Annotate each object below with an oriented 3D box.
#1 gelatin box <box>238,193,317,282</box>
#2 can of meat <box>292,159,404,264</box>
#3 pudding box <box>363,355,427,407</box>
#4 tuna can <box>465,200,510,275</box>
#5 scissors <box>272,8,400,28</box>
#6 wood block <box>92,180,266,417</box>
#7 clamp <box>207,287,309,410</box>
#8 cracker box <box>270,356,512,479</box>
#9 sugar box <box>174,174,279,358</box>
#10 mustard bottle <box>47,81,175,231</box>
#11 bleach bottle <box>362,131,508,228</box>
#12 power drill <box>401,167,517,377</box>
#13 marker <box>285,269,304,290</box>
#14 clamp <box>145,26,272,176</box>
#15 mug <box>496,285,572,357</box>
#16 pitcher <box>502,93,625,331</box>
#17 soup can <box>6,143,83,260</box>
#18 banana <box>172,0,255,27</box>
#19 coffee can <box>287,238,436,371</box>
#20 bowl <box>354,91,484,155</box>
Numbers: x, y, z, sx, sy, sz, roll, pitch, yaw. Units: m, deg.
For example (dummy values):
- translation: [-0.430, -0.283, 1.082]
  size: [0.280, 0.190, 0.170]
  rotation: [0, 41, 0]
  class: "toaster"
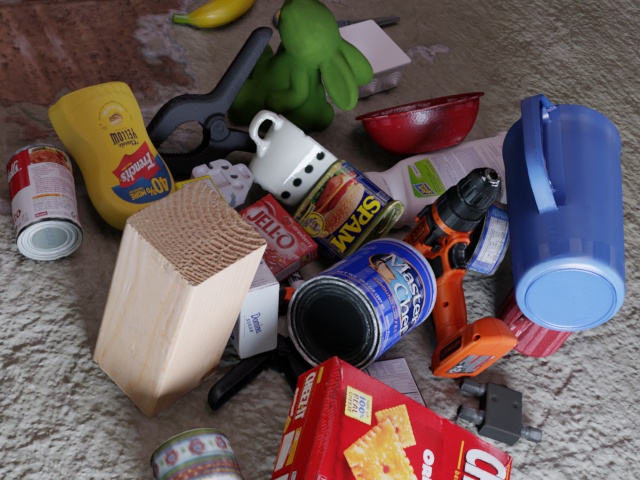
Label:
- translation: [-0.058, 0.001, 1.149]
  size: [0.073, 0.030, 0.089]
  rotation: [-33, 63, -18]
  class: "gelatin box"
- translation: [0.028, -0.027, 1.185]
  size: [0.084, 0.057, 0.102]
  rotation: [40, 92, 18]
  class: "can of meat"
- translation: [0.061, 0.174, 1.061]
  size: [0.089, 0.039, 0.113]
  rotation: [-4, 55, -27]
  class: "pudding box"
- translation: [0.192, -0.005, 1.235]
  size: [0.033, 0.086, 0.086]
  rotation: [17, 47, -5]
  class: "tuna can"
- translation: [0.016, -0.305, 1.474]
  size: [0.096, 0.016, 0.201]
  rotation: [44, 49, 17]
  class: "scissors"
- translation: [-0.133, 0.056, 0.970]
  size: [0.090, 0.206, 0.090]
  rotation: [43, 49, 16]
  class: "wood block"
- translation: [-0.052, 0.116, 1.068]
  size: [0.120, 0.039, 0.171]
  rotation: [13, 41, -17]
  class: "clamp"
- translation: [0.063, 0.225, 0.942]
  size: [0.213, 0.072, 0.164]
  rotation: [31, 52, -19]
  class: "cracker box"
- translation: [-0.097, 0.024, 1.067]
  size: [0.048, 0.093, 0.176]
  rotation: [-14, 44, -20]
  class: "sugar box"
- translation: [-0.206, -0.069, 1.126]
  size: [0.096, 0.058, 0.191]
  rotation: [-24, 88, -49]
  class: "mustard bottle"
- translation: [0.135, -0.069, 1.286]
  size: [0.250, 0.068, 0.103]
  rotation: [-10, 52, -25]
  class: "bleach bottle"
- translation: [0.151, 0.037, 1.129]
  size: [0.057, 0.185, 0.187]
  rotation: [5, 58, -23]
  class: "power drill"
- translation: [-0.032, 0.033, 1.159]
  size: [0.020, 0.020, 0.121]
  rotation: [-10, 55, -29]
  class: "marker"
- translation: [-0.118, -0.141, 1.206]
  size: [0.209, 0.164, 0.036]
  rotation: [-19, 22, -17]
  class: "clamp"
- translation: [0.240, 0.082, 1.181]
  size: [0.093, 0.082, 0.117]
  rotation: [41, 48, 15]
  class: "mug"
- translation: [0.256, -0.032, 1.135]
  size: [0.149, 0.145, 0.242]
  rotation: [18, 44, -8]
  class: "pitcher"
- translation: [-0.282, -0.039, 1.091]
  size: [0.068, 0.069, 0.102]
  rotation: [-2, 52, -23]
  class: "soup can"
- translation: [-0.119, -0.334, 1.432]
  size: [0.069, 0.037, 0.197]
  rotation: [32, 47, 6]
  class: "banana"
- translation: [0.044, 0.064, 1.079]
  size: [0.103, 0.103, 0.140]
  rotation: [39, 29, 13]
  class: "coffee can"
- translation: [0.126, -0.141, 1.313]
  size: [0.161, 0.162, 0.055]
  rotation: [-18, 101, -33]
  class: "bowl"
